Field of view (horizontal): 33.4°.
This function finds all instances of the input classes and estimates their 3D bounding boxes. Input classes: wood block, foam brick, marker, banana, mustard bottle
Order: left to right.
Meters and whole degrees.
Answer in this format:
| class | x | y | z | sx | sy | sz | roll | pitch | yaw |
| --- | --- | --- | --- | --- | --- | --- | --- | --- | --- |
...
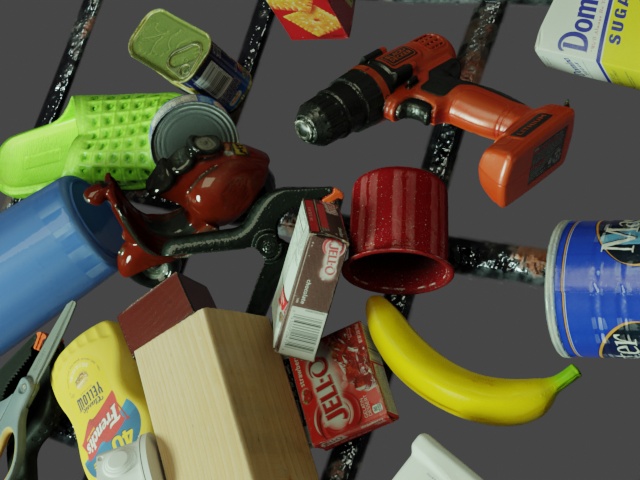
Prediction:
| class | x | y | z | sx | sy | sz | roll | pitch | yaw |
| --- | --- | --- | --- | --- | --- | --- | --- | --- | --- |
| mustard bottle | -0.184 | 0.174 | 0.980 | 0.096 | 0.058 | 0.192 | -42 | 56 | 18 |
| foam brick | -0.140 | 0.076 | 0.997 | 0.078 | 0.053 | 0.051 | -37 | 57 | 14 |
| wood block | -0.071 | 0.170 | 0.880 | 0.091 | 0.090 | 0.206 | -32 | 63 | 28 |
| marker | -0.025 | 0.123 | 0.932 | 0.020 | 0.020 | 0.121 | -26 | 60 | 19 |
| banana | 0.107 | 0.103 | 0.856 | 0.198 | 0.037 | 0.069 | 19 | 64 | 33 |

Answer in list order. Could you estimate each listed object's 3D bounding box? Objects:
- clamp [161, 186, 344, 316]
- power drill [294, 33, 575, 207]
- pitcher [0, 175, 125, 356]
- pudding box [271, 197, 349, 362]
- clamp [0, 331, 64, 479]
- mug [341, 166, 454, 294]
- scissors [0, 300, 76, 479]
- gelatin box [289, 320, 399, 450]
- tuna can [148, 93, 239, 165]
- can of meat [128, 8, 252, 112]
| class | x | y | z | sx | sy | sz | roll | pitch | yaw |
| --- | --- | --- | --- | --- | --- | --- | --- | --- | --- |
| clamp | -0.056 | 0.001 | 0.962 | 0.120 | 0.039 | 0.171 | 43 | 93 | -8 |
| power drill | 0.097 | -0.099 | 0.878 | 0.188 | 0.057 | 0.184 | 33 | 50 | 30 |
| pitcher | -0.318 | 0.034 | 1.082 | 0.243 | 0.144 | 0.149 | -32 | 71 | 12 |
| pudding box | -0.010 | 0.031 | 0.896 | 0.090 | 0.039 | 0.113 | -99 | 25 | -69 |
| clamp | -0.314 | 0.191 | 1.063 | 0.165 | 0.036 | 0.210 | 9 | 80 | 32 |
| mug | 0.060 | -0.005 | 0.900 | 0.117 | 0.093 | 0.081 | 140 | 139 | -56 |
| scissors | -0.297 | 0.143 | 1.029 | 0.096 | 0.016 | 0.202 | 15 | 88 | 35 |
| gelatin box | 0.019 | 0.123 | 0.900 | 0.073 | 0.030 | 0.089 | -26 | 60 | 19 |
| tuna can | -0.123 | -0.098 | 1.035 | 0.086 | 0.086 | 0.034 | -44 | 26 | 9 |
| can of meat | -0.129 | -0.177 | 1.071 | 0.102 | 0.083 | 0.057 | 33 | 89 | 35 |
